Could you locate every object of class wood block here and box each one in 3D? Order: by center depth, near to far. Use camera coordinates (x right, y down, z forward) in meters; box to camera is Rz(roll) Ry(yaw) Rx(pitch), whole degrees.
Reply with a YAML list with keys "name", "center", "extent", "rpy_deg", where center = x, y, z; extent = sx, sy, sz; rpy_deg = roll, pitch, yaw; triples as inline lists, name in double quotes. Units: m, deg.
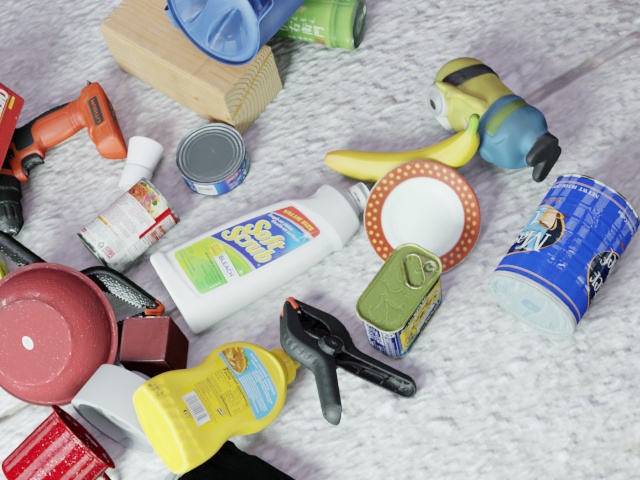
- name: "wood block"
  center: [-0.161, -0.227, 1.324]
  extent: [0.206, 0.090, 0.090]
  rpy_deg: [31, 71, 23]

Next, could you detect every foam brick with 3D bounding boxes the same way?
- name: "foam brick"
  center: [-0.179, 0.119, 1.152]
  extent: [0.053, 0.078, 0.051]
  rpy_deg: [-2, 64, 9]

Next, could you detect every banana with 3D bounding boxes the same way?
- name: "banana"
  center: [0.102, -0.096, 1.218]
  extent: [0.198, 0.069, 0.037]
  rpy_deg: [-14, 29, 28]

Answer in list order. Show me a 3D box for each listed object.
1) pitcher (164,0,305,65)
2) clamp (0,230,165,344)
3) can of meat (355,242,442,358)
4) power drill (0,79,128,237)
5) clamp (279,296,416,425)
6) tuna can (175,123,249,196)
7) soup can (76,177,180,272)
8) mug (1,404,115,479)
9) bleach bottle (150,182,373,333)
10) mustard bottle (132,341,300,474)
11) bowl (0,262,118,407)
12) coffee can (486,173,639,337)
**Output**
- name: "pitcher"
  center: [-0.068, -0.325, 1.260]
  extent: [0.149, 0.145, 0.242]
  rpy_deg: [34, 57, 10]
- name: "clamp"
  center: [-0.281, 0.065, 1.194]
  extent: [0.210, 0.036, 0.164]
  rpy_deg: [-4, 94, 3]
- name: "can of meat"
  center: [0.087, 0.066, 1.129]
  extent: [0.057, 0.084, 0.102]
  rpy_deg: [30, 71, 22]
- name: "power drill"
  center: [-0.335, -0.105, 1.309]
  extent: [0.187, 0.057, 0.184]
  rpy_deg: [-21, 61, -2]
- name: "clamp"
  center: [0.006, 0.125, 1.115]
  extent: [0.172, 0.039, 0.120]
  rpy_deg: [37, 30, 28]
- name: "tuna can"
  center: [-0.129, -0.097, 1.281]
  extent: [0.086, 0.033, 0.086]
  rpy_deg: [-4, 62, 8]
- name: "soup can"
  center: [-0.222, -0.015, 1.236]
  extent: [0.102, 0.068, 0.069]
  rpy_deg: [-42, 64, -12]
- name: "mug"
  center: [-0.266, 0.240, 1.107]
  extent: [0.081, 0.093, 0.117]
  rpy_deg: [-45, 101, -9]
- name: "bleach bottle"
  center: [-0.058, 0.001, 1.203]
  extent: [0.250, 0.068, 0.103]
  rpy_deg: [-30, 62, -9]
- name: "mustard bottle"
  center: [-0.092, 0.156, 1.095]
  extent: [0.191, 0.058, 0.096]
  rpy_deg: [-24, 77, -40]
- name: "bowl"
  center: [-0.304, 0.106, 1.152]
  extent: [0.162, 0.055, 0.162]
  rpy_deg: [0, 94, 6]
- name: "coffee can"
  center: [0.254, 0.015, 1.116]
  extent: [0.103, 0.103, 0.140]
  rpy_deg: [30, 71, 22]
